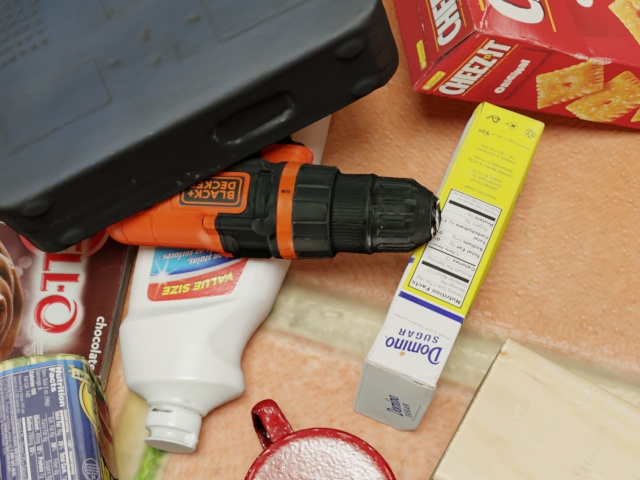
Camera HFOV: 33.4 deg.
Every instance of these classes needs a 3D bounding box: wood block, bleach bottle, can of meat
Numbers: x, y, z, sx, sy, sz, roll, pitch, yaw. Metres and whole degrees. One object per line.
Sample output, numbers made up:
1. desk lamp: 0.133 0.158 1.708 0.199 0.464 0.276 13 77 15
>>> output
1. wood block: 0.163 0.149 0.557 0.206 0.091 0.090 28 66 10
2. bleach bottle: -0.054 0.001 0.632 0.102 0.068 0.250 8 67 6
3. can of meat: -0.136 0.114 0.554 0.057 0.102 0.084 -11 64 -7

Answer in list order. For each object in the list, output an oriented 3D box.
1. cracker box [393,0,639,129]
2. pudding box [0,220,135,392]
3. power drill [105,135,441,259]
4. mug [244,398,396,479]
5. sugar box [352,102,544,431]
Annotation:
1. cracker box: 0.146 -0.163 0.670 0.213 0.072 0.164 5 62 -31
2. pudding box: -0.161 0.030 0.625 0.090 0.039 0.113 6 64 0
3. power drill: -0.021 -0.079 0.595 0.184 0.057 0.187 3 68 9
4. mug: -0.006 0.136 0.560 0.093 0.081 0.117 -21 68 -12
5. sugar box: 0.073 0.016 0.614 0.048 0.093 0.176 21 66 7
